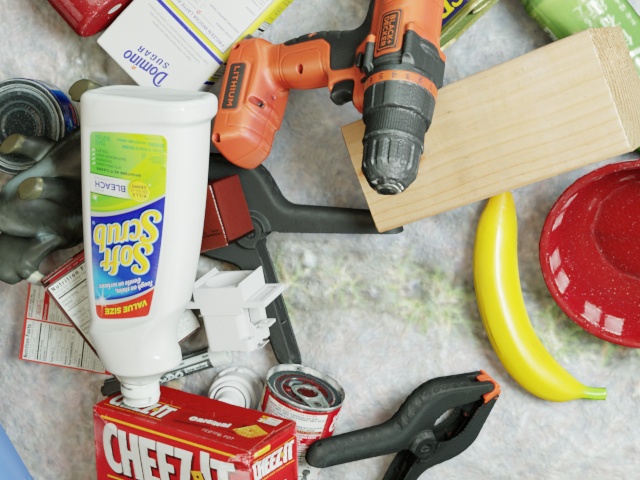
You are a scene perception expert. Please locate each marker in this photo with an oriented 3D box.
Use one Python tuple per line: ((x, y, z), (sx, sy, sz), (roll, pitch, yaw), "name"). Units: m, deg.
((-0.137, 0.116, 0.938), (0.121, 0.020, 0.020), (-18, 92, 9), "marker")

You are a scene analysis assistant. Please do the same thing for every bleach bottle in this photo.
((-0.133, 0.010, 0.827), (0.103, 0.068, 0.251), (8, 107, 19), "bleach bottle")

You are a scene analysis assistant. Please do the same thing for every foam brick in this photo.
((-0.104, -0.017, 0.872), (0.078, 0.051, 0.053), (-13, 99, 23), "foam brick")

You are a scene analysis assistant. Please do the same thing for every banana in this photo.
((0.165, 0.057, 0.885), (0.069, 0.037, 0.198), (-27, 93, -15), "banana")

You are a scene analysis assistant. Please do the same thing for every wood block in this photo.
((0.134, -0.083, 0.811), (0.206, 0.090, 0.090), (-19, 93, 31), "wood block")

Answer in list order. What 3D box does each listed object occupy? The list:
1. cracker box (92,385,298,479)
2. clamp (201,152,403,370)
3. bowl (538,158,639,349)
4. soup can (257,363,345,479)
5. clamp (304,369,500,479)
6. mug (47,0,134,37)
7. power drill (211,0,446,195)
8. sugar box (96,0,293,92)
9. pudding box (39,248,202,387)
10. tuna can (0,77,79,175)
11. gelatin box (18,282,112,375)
((-0.102, 0.239, 0.875), (0.164, 0.072, 0.214), (9, 108, 31), "cracker box")
((-0.056, 0.001, 0.908), (0.210, 0.036, 0.165), (31, 105, 7), "clamp")
((0.257, 0.003, 0.840), (0.162, 0.055, 0.162), (9, 117, 18), "bowl")
((-0.026, 0.164, 0.893), (0.068, 0.068, 0.102), (19, 111, 6), "soup can")
((0.078, 0.175, 0.889), (0.171, 0.039, 0.120), (-27, 129, -8), "clamp")
((-0.191, -0.225, 0.871), (0.093, 0.117, 0.081), (-41, 94, -14), "mug")
((0.006, -0.107, 0.807), (0.188, 0.057, 0.184), (-8, 59, 36), "power drill")
((-0.093, -0.196, 0.893), (0.176, 0.048, 0.093), (-44, 89, 13), "sugar box")
((-0.166, 0.052, 0.898), (0.090, 0.039, 0.113), (-36, 108, -9), "pudding box")
((-0.256, -0.098, 0.929), (0.086, 0.033, 0.086), (1, 95, 8), "tuna can")
((-0.216, 0.074, 0.941), (0.089, 0.030, 0.073), (9, 97, 6), "gelatin box")
